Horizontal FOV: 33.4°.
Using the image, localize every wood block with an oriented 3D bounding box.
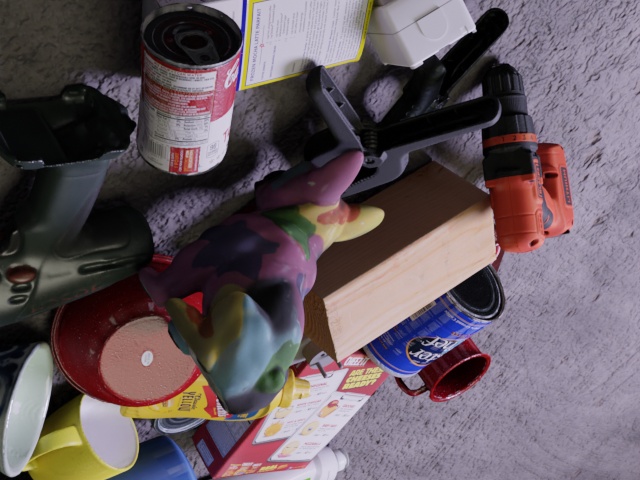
[{"bbox_3d":[0.066,0.018,1.066,0.205,0.091,0.090,-31,132,-21],"label":"wood block"}]

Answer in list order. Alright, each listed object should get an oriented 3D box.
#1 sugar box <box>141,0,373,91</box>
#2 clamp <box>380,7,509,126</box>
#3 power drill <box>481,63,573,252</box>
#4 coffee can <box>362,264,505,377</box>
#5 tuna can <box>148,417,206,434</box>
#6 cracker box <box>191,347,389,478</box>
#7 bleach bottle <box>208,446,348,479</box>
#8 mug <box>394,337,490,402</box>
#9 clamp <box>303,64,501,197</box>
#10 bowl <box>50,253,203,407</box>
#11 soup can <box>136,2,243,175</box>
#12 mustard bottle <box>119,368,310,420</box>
[{"bbox_3d":[-0.047,-0.163,0.805,0.176,0.048,0.093,-15,143,-23],"label":"sugar box"},{"bbox_3d":[0.103,-0.139,0.960,0.120,0.039,0.172,-33,170,-29],"label":"clamp"},{"bbox_3d":[0.208,-0.075,1.086,0.057,0.184,0.187,-6,174,24],"label":"power drill"},{"bbox_3d":[0.121,0.077,1.191,0.102,0.103,0.141,0,150,-43],"label":"coffee can"},{"bbox_3d":[-0.150,0.173,1.162,0.086,0.034,0.086,-24,147,-17],"label":"tuna can"},{"bbox_3d":[-0.029,0.183,1.255,0.163,0.072,0.214,8,128,-48],"label":"cracker box"},{"bbox_3d":[-0.072,0.334,1.424,0.250,0.068,0.103,-14,143,-34],"label":"bleach bottle"},{"bbox_3d":[0.147,0.153,1.367,0.117,0.081,0.093,-33,148,-4],"label":"mug"},{"bbox_3d":[0.052,-0.086,0.929,0.164,0.036,0.210,6,159,-10],"label":"clamp"},{"bbox_3d":[-0.160,0.095,0.971,0.162,0.055,0.162,-8,118,-17],"label":"bowl"},{"bbox_3d":[-0.093,-0.103,0.740,0.068,0.068,0.102,-17,144,-26],"label":"soup can"},{"bbox_3d":[-0.103,0.146,1.085,0.191,0.058,0.096,5,134,-17],"label":"mustard bottle"}]
